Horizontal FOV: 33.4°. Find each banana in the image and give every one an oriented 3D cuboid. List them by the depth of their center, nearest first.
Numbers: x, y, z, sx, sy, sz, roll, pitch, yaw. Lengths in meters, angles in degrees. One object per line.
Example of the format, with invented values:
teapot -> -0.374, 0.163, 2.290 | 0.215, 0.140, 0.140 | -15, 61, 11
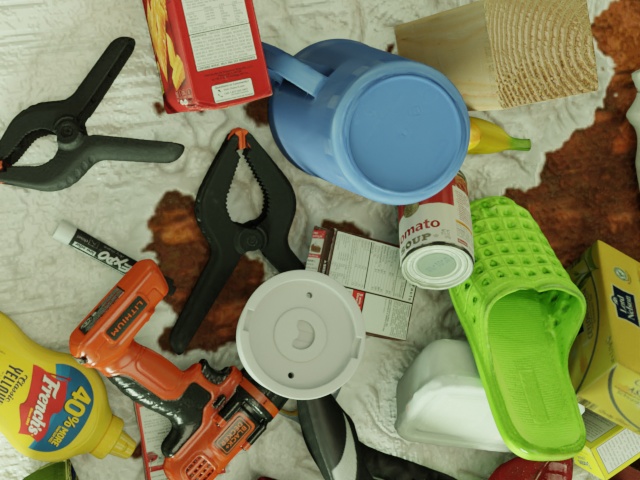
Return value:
banana -> 0.138, -0.098, 0.979 | 0.070, 0.197, 0.037 | -3, 93, 25

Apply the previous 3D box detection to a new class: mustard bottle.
mustard bottle -> -0.247, 0.140, 0.940 | 0.191, 0.058, 0.096 | 34, 81, -16

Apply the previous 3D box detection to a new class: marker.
marker -> -0.184, 0.018, 0.965 | 0.121, 0.020, 0.020 | 30, 87, -16

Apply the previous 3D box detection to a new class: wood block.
wood block -> 0.147, -0.163, 0.939 | 0.090, 0.206, 0.090 | -13, 99, -14

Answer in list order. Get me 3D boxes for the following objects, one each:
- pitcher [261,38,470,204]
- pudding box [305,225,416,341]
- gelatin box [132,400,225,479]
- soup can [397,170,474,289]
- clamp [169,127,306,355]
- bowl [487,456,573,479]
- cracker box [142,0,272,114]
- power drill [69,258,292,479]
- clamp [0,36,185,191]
pitcher -> 0.029, -0.106, 0.894 | 0.149, 0.243, 0.145 | -12, 103, -9
pudding box -> 0.038, 0.042, 0.999 | 0.113, 0.039, 0.090 | 16, 83, -36
gelatin box -> -0.131, 0.179, 0.991 | 0.073, 0.030, 0.089 | -10, 98, -15
soup can -> 0.106, -0.013, 0.989 | 0.068, 0.069, 0.102 | 16, 48, -16
clamp -> -0.056, 0.001, 0.989 | 0.164, 0.036, 0.210 | -1, 100, -17
bowl -> 0.191, 0.272, 1.049 | 0.161, 0.055, 0.162 | -34, 134, -46
cracker box -> -0.111, -0.215, 0.886 | 0.072, 0.164, 0.214 | -15, 100, -14
power drill -> -0.111, 0.105, 0.942 | 0.187, 0.057, 0.184 | 46, 76, -18
clamp -> -0.212, -0.103, 0.925 | 0.171, 0.039, 0.120 | -17, 75, 0
